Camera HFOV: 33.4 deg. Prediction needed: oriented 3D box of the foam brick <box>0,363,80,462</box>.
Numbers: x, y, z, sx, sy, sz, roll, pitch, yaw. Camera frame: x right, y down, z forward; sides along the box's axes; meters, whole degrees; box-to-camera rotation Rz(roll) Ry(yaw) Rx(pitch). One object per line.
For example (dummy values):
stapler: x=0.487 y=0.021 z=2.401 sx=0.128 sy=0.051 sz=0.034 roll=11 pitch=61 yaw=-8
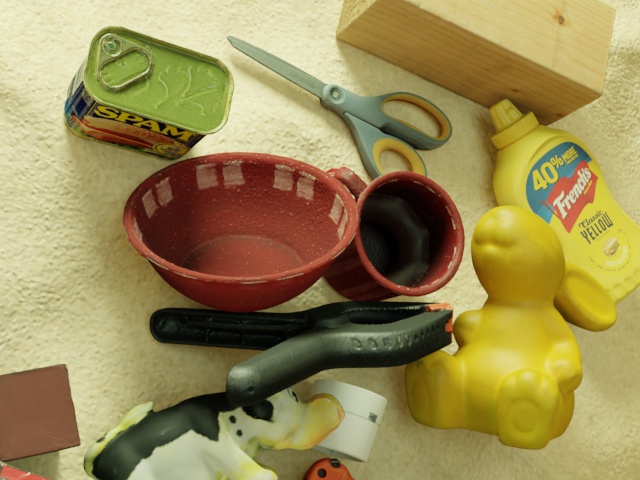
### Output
foam brick: x=-0.187 y=0.111 z=0.675 sx=0.051 sy=0.078 sz=0.053 roll=-8 pitch=82 yaw=-25

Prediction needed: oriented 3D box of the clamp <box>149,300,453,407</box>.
clamp: x=0.002 y=0.069 z=0.717 sx=0.209 sy=0.165 sz=0.036 roll=-3 pitch=103 yaw=-18

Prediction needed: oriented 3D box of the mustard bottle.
mustard bottle: x=0.200 y=-0.035 z=0.897 sx=0.096 sy=0.058 sz=0.191 roll=-35 pitch=94 yaw=-23

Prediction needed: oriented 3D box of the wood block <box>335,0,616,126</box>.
wood block: x=0.129 y=-0.180 z=0.880 sx=0.205 sy=0.090 sz=0.091 roll=21 pitch=69 yaw=-19

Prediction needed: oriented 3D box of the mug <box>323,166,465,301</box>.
mug: x=0.040 y=-0.006 z=0.804 sx=0.117 sy=0.082 sz=0.093 roll=47 pitch=64 yaw=-9

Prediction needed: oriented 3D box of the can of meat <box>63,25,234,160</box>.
can of meat: x=-0.123 y=-0.099 z=0.747 sx=0.102 sy=0.084 sz=0.057 roll=15 pitch=73 yaw=-21

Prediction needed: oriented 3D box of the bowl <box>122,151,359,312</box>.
bowl: x=-0.055 y=0.001 z=0.745 sx=0.161 sy=0.162 sz=0.055 roll=-19 pitch=131 yaw=-27

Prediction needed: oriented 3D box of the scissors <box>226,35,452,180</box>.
scissors: x=0.015 y=-0.094 z=0.849 sx=0.201 sy=0.016 sz=0.096 roll=12 pitch=74 yaw=-22
